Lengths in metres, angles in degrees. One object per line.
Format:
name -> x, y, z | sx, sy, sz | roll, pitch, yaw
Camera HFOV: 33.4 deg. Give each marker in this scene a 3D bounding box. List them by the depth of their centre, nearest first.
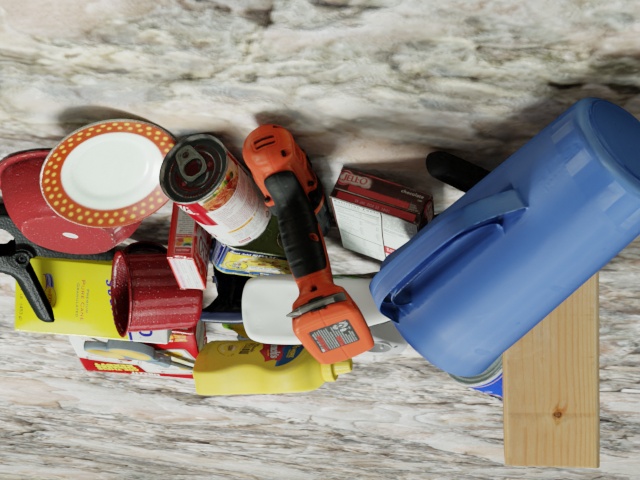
marker -> -0.184, -0.067, 0.997 | 0.020, 0.020, 0.121 | -15, 150, 38

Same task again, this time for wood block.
wood block -> 0.222, 0.107, 1.036 | 0.091, 0.206, 0.090 | 0, -174, 10

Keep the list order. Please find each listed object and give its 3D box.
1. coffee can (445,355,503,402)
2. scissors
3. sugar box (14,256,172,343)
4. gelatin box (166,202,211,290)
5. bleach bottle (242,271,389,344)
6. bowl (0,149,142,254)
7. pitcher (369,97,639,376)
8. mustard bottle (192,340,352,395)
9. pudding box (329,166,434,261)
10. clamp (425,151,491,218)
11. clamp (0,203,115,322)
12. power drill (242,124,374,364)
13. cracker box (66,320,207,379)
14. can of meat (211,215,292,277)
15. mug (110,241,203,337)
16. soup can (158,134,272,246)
coffee can -> 0.227, 0.145, 1.309 | 0.103, 0.103, 0.140 | -15, 150, 38
scissors -> -0.215, 0.146, 1.322 | 0.096, 0.016, 0.201 | 1, 164, 23
sugar box -> -0.256, 0.063, 1.219 | 0.176, 0.093, 0.048 | 5, -164, 1
gelatin box -> -0.130, 0.002, 1.078 | 0.030, 0.073, 0.089 | 2, 156, 4
bleach bottle -> 0.034, 0.062, 1.127 | 0.103, 0.068, 0.250 | 0, -178, 35
bowl -> -0.245, -0.028, 1.054 | 0.162, 0.055, 0.162 | 3, 157, 1
pitcher -> 0.161, -0.003, 0.871 | 0.145, 0.149, 0.243 | 39, 126, -7
mustard bottle -> -0.054, 0.155, 1.317 | 0.192, 0.058, 0.096 | -3, -164, 16
pudding box -> 0.061, -0.018, 1.010 | 0.090, 0.039, 0.113 | 20, 157, 17
clamp -> 0.188, -0.032, 0.986 | 0.210, 0.036, 0.164 | 4, 158, 11
clamp -> -0.307, 0.007, 1.137 | 0.120, 0.039, 0.171 | -41, 126, 5
power drill -> -0.008, 0.011, 0.941 | 0.057, 0.188, 0.184 | -22, 153, 6
cracker box -> -0.232, 0.113, 1.362 | 0.164, 0.072, 0.214 | 5, 158, 0
can of meat -> -0.057, 0.001, 1.087 | 0.102, 0.057, 0.084 | 9, 158, -11
mug -> -0.178, 0.046, 1.148 | 0.081, 0.117, 0.093 | -2, 135, -23
soup can -> -0.093, -0.044, 0.973 | 0.069, 0.068, 0.102 | -5, 155, 22
